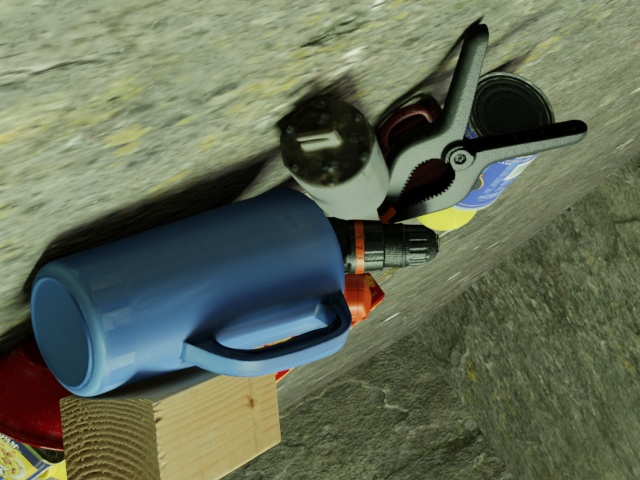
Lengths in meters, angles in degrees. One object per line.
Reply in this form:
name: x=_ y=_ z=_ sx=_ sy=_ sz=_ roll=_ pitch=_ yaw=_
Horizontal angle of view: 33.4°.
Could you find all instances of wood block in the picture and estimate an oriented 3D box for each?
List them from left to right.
wood block: x=-0.120 y=0.156 z=0.908 sx=0.090 sy=0.091 sz=0.205 roll=-4 pitch=-177 yaw=24

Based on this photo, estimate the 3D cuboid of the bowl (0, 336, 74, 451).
bowl: x=-0.225 y=0.126 z=0.954 sx=0.161 sy=0.162 sz=0.055 roll=-15 pitch=122 yaw=-60

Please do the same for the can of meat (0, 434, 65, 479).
can of meat: x=-0.301 y=0.188 z=1.027 sx=0.084 sy=0.102 sz=0.057 roll=-37 pitch=-167 yaw=29

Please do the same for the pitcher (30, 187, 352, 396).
pitcher: x=-0.100 y=0.048 z=0.873 sx=0.242 sy=0.145 sz=0.149 roll=-17 pitch=-177 yaw=-39

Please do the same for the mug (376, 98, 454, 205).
mug: x=0.099 y=-0.090 z=1.076 sx=0.081 sy=0.093 sz=0.117 roll=-30 pitch=139 yaw=8

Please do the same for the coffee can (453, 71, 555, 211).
coffee can: x=0.182 y=-0.107 z=1.179 sx=0.102 sy=0.103 sz=0.140 roll=-30 pitch=168 yaw=-24

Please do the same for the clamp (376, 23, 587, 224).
clamp: x=0.139 y=-0.085 z=1.013 sx=0.210 sy=0.164 sz=0.036 roll=-47 pitch=-152 yaw=24

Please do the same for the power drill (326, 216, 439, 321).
power drill: x=0.020 y=0.030 z=1.083 sx=0.184 sy=0.057 sz=0.188 roll=0 pitch=157 yaw=-1
